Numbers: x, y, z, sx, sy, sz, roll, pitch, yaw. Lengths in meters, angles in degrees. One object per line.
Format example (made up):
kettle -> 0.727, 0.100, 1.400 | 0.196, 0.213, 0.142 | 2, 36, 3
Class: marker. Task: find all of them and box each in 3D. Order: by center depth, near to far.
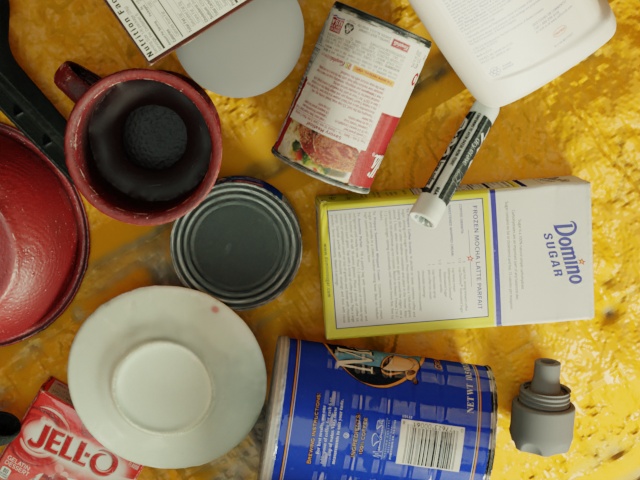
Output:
marker -> 0.092, -0.062, 0.673 | 0.020, 0.020, 0.121 | 33, 74, -8

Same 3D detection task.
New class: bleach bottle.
bleach bottle -> 0.074, -0.190, 0.587 | 0.102, 0.068, 0.250 | -33, 130, 8

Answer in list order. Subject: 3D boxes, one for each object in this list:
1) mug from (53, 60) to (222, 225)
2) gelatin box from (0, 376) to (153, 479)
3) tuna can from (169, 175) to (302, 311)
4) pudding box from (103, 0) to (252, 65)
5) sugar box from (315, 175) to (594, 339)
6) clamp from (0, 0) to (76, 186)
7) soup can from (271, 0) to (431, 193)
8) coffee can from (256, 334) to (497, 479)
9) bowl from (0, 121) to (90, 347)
mug -> -0.114, -0.070, 0.661 | 0.117, 0.081, 0.093 | 36, 100, -8
gelatin box -> -0.170, 0.148, 0.737 | 0.089, 0.030, 0.073 | 31, 100, -8
tuna can -> -0.055, 0.001, 0.703 | 0.086, 0.034, 0.086 | 0, 103, 0
pudding box -> -0.075, -0.165, 0.598 | 0.114, 0.039, 0.090 | -27, 112, 18
sugar box -> 0.087, 0.010, 0.701 | 0.176, 0.048, 0.093 | -4, 100, -3
clamp -> -0.223, -0.111, 0.631 | 0.036, 0.164, 0.210 | -18, 96, 34
soup can -> 0.019, -0.089, 0.666 | 0.068, 0.068, 0.102 | 22, 101, -6
coffee can -> 0.034, 0.122, 0.696 | 0.140, 0.103, 0.103 | 8, 103, -3
bowl -> -0.235, 0.002, 0.691 | 0.162, 0.055, 0.162 | 0, 103, 0
